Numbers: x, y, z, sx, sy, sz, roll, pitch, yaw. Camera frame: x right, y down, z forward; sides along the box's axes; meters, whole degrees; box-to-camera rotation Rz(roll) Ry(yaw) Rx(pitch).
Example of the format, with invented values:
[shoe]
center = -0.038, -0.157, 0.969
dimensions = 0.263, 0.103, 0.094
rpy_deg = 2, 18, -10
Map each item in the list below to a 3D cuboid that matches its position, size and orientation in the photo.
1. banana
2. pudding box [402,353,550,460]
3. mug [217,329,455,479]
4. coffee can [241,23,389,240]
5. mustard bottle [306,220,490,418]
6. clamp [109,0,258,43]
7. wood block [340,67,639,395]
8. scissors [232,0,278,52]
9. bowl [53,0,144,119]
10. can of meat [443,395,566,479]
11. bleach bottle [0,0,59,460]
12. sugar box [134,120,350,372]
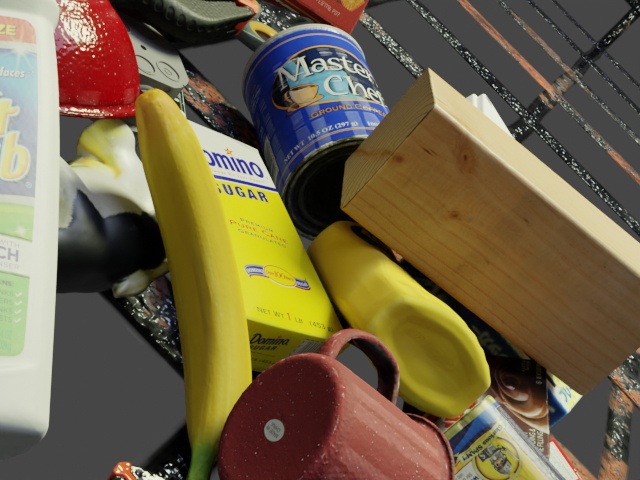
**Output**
[banana]
center = -0.061, 0.023, 0.540
dimensions = 0.069, 0.037, 0.198
rpy_deg = -52, 134, -86
[pudding box]
center = 0.097, 0.113, 0.678
dimensions = 0.090, 0.039, 0.113
rpy_deg = 7, 24, 7
[mug]
center = 0.009, 0.097, 0.522
dimensions = 0.081, 0.093, 0.117
rpy_deg = 42, 57, -34
[coffee can]
center = 0.004, -0.082, 0.808
dimensions = 0.102, 0.103, 0.140
rpy_deg = 24, 32, -37
[mustard bottle]
center = 0.037, 0.036, 0.695
dimensions = 0.096, 0.058, 0.192
rpy_deg = 44, 3, -27
[clamp]
center = -0.120, -0.187, 0.714
dimensions = 0.171, 0.039, 0.120
rpy_deg = 10, 62, -43
[wood block]
center = 0.121, -0.005, 0.698
dimensions = 0.206, 0.090, 0.090
rpy_deg = 37, 21, -12
[scissors]
center = -0.083, -0.184, 0.935
dimensions = 0.096, 0.016, 0.201
rpy_deg = 42, 25, -2
[bowl]
center = -0.167, -0.116, 0.581
dimensions = 0.162, 0.055, 0.162
rpy_deg = 14, 17, -5
[can of meat]
center = 0.085, 0.148, 0.585
dimensions = 0.084, 0.102, 0.057
rpy_deg = 49, -9, 15
[bleach bottle]
center = -0.157, -0.042, 0.430
dimensions = 0.102, 0.068, 0.251
rpy_deg = 9, 64, -30
[sugar box]
center = -0.054, 0.001, 0.663
dimensions = 0.093, 0.048, 0.176
rpy_deg = 19, 37, -45
